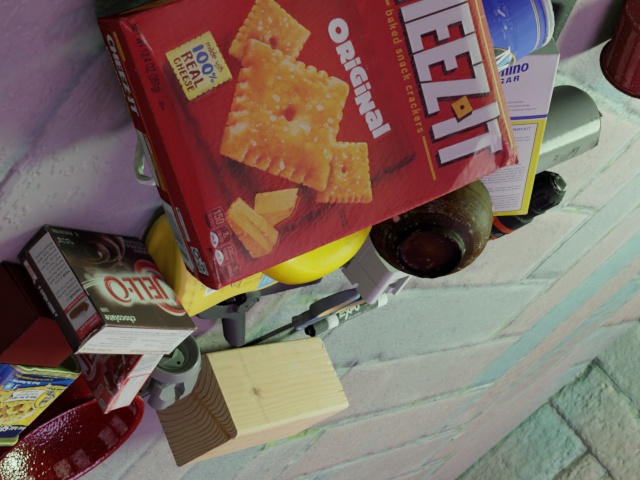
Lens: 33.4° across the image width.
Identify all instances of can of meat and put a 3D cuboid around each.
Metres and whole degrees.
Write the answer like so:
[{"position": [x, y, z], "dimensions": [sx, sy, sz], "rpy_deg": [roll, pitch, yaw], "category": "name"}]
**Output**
[{"position": [-0.246, 0.110, 0.821], "dimensions": [0.084, 0.057, 0.102], "rpy_deg": [-44, 159, 8], "category": "can of meat"}]

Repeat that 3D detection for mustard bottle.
[{"position": [-0.056, 0.001, 0.890], "dimensions": [0.191, 0.058, 0.096], "rpy_deg": [-19, 136, -40], "category": "mustard bottle"}]

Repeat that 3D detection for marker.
[{"position": [0.029, 0.086, 1.254], "dimensions": [0.120, 0.020, 0.020], "rpy_deg": [-21, 153, -35], "category": "marker"}]

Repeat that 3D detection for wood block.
[{"position": [-0.072, 0.167, 1.139], "dimensions": [0.090, 0.091, 0.205], "rpy_deg": [-32, 163, 29], "category": "wood block"}]

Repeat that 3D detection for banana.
[{"position": [-0.005, -0.001, 0.851], "dimensions": [0.197, 0.037, 0.070], "rpy_deg": [-32, 127, -56], "category": "banana"}]

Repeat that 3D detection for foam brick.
[{"position": [-0.210, 0.056, 0.773], "dimensions": [0.051, 0.053, 0.078], "rpy_deg": [-42, 158, 11], "category": "foam brick"}]

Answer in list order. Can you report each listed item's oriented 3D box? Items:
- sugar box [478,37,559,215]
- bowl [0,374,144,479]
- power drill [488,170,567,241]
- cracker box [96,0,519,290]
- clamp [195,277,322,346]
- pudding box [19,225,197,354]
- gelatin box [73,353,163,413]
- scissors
[{"position": [0.143, -0.098, 0.921], "dimensions": [0.093, 0.048, 0.176], "rpy_deg": [-2, 132, -5], "category": "sugar box"}, {"position": [-0.239, 0.167, 0.947], "dimensions": [0.162, 0.055, 0.162], "rpy_deg": [-32, 158, -15], "category": "bowl"}, {"position": [0.142, -0.018, 1.108], "dimensions": [0.187, 0.057, 0.185], "rpy_deg": [-11, 166, -44], "category": "power drill"}, {"position": [-0.001, -0.087, 0.632], "dimensions": [0.213, 0.164, 0.072], "rpy_deg": [-23, -161, -16], "category": "cracker box"}, {"position": [-0.079, 0.054, 0.994], "dimensions": [0.120, 0.039, 0.171], "rpy_deg": [-49, 150, 16], "category": "clamp"}, {"position": [-0.152, 0.038, 0.776], "dimensions": [0.039, 0.090, 0.113], "rpy_deg": [-45, 157, 19], "category": "pudding box"}, {"position": [-0.169, 0.086, 0.870], "dimensions": [0.030, 0.073, 0.089], "rpy_deg": [-12, 148, -46], "category": "gelatin box"}, {"position": [-0.021, 0.080, 1.077], "dimensions": [0.202, 0.016, 0.096], "rpy_deg": [-24, 170, 22], "category": "scissors"}]
